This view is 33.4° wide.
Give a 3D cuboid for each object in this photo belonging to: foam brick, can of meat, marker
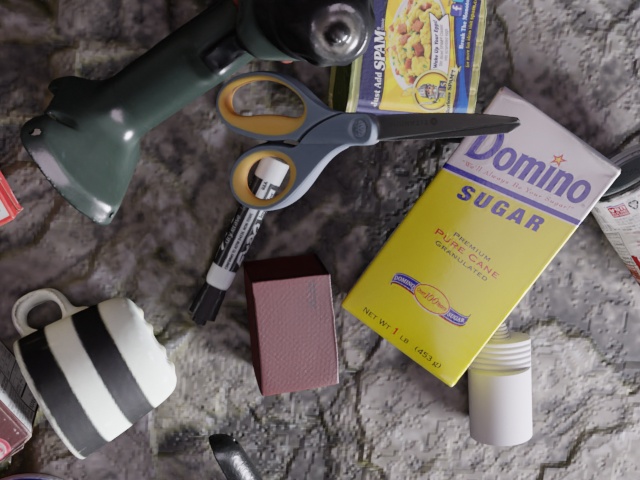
[{"bbox_3d":[-0.020,0.054,0.701,0.053,0.051,0.078,-6,103,-9],"label":"foam brick"},{"bbox_3d":[0.054,-0.121,0.672,0.084,0.057,0.102,3,102,-12],"label":"can of meat"},{"bbox_3d":[-0.055,0.001,0.700,0.020,0.020,0.121,24,97,-13],"label":"marker"}]

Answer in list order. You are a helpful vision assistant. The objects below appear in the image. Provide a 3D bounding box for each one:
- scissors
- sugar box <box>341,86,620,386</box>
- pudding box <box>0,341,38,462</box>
[{"bbox_3d":[0.016,-0.049,0.637,0.202,0.016,0.096,19,105,30],"label":"scissors"},{"bbox_3d":[0.102,-0.003,0.691,0.093,0.048,0.176,36,103,3],"label":"sugar box"},{"bbox_3d":[-0.222,0.076,0.654,0.039,0.090,0.113,-37,104,-2],"label":"pudding box"}]
